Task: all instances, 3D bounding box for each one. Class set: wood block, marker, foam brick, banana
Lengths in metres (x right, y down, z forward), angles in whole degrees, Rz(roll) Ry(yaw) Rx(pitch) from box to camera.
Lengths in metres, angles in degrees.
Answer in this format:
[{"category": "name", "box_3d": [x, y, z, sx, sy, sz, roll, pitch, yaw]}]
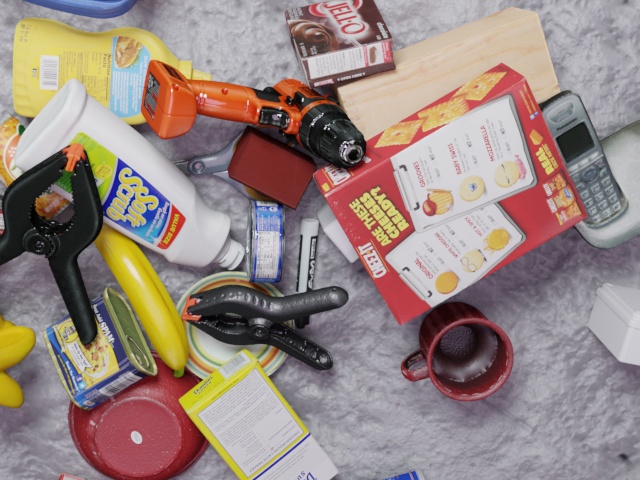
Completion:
[{"category": "wood block", "box_3d": [0.122, -0.155, 1.077, 0.206, 0.091, 0.090, -21, 106, 0]}, {"category": "marker", "box_3d": [-0.016, 0.037, 1.149, 0.020, 0.020, 0.121, 4, 104, -7]}, {"category": "foam brick", "box_3d": [-0.050, -0.074, 1.083, 0.078, 0.053, 0.051, 26, 101, -13]}, {"category": "banana", "box_3d": [-0.184, 0.059, 1.102, 0.037, 0.070, 0.198, -31, 100, -35]}]

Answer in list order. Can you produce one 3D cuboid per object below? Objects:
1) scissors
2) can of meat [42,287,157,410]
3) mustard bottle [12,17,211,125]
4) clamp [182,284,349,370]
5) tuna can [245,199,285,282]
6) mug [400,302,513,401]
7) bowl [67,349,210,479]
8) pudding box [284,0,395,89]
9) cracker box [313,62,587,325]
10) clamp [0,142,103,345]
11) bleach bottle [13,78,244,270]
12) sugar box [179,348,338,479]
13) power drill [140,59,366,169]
[{"category": "scissors", "box_3d": [-0.114, -0.063, 1.116, 0.202, 0.016, 0.096, -21, 105, 0]}, {"category": "can of meat", "box_3d": [-0.231, 0.114, 1.112, 0.084, 0.057, 0.102, -31, 68, 5]}, {"category": "mustard bottle", "box_3d": [-0.204, -0.164, 1.059, 0.191, 0.058, 0.096, 4, 105, -6]}, {"category": "clamp", "box_3d": [-0.053, 0.076, 1.105, 0.171, 0.039, 0.120, 14, 128, -10]}, {"category": "tuna can", "box_3d": [-0.057, 0.001, 1.102, 0.033, 0.086, 0.086, 2, 104, -8]}, {"category": "mug", "box_3d": [0.142, 0.120, 1.153, 0.117, 0.081, 0.093, -25, 105, 1]}, {"category": "bowl", "box_3d": [-0.195, 0.202, 1.155, 0.162, 0.055, 0.162, -1, 104, -5]}, {"category": "pudding box", "box_3d": [0.018, -0.198, 1.045, 0.090, 0.113, 0.039, -14, 130, -2]}, {"category": "cracker box", "box_3d": [0.125, -0.045, 1.026, 0.213, 0.072, 0.164, -30, 115, 2]}, {"category": "clamp", "box_3d": [-0.276, -0.002, 1.019, 0.164, 0.036, 0.210, 14, 118, -11]}, {"category": "bleach bottle", "box_3d": [-0.174, -0.049, 1.069, 0.250, 0.068, 0.103, 35, 116, -28]}, {"category": "sugar box", "box_3d": [-0.065, 0.212, 1.156, 0.093, 0.048, 0.176, -37, 117, -9]}, {"category": "power drill", "box_3d": [-0.065, -0.117, 1.001, 0.187, 0.185, 0.057, 6, 109, -25]}]
